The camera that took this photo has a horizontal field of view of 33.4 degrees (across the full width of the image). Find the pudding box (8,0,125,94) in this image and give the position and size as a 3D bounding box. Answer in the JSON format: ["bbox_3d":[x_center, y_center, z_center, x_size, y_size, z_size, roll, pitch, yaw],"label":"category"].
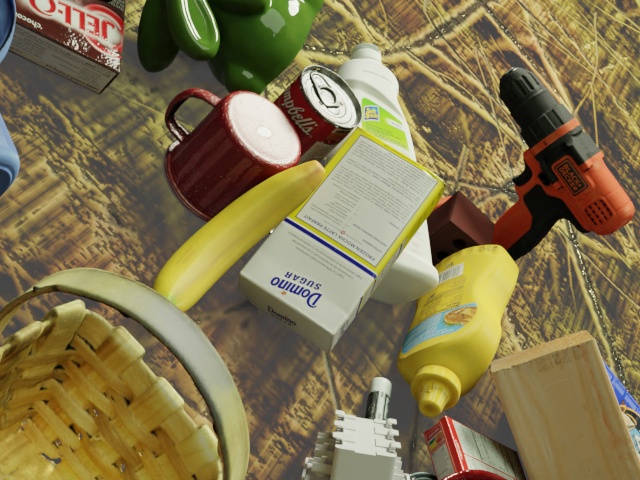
[{"bbox_3d":[-0.217,-0.183,0.877,0.113,0.039,0.090,22,45,-31],"label":"pudding box"}]

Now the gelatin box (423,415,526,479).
[{"bbox_3d":[0.129,0.190,0.857,0.089,0.030,0.073,30,27,-28],"label":"gelatin box"}]

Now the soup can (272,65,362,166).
[{"bbox_3d":[-0.020,-0.098,0.951,0.068,0.102,0.068,27,42,-27],"label":"soup can"}]

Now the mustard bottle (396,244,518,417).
[{"bbox_3d":[0.115,0.083,0.933,0.058,0.096,0.191,51,35,-17],"label":"mustard bottle"}]

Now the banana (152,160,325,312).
[{"bbox_3d":[-0.070,0.004,0.821,0.197,0.070,0.037,-47,120,-35],"label":"banana"}]

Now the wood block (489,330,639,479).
[{"bbox_3d":[0.218,0.188,0.890,0.090,0.090,0.206,0,70,-81],"label":"wood block"}]

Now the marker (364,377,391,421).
[{"bbox_3d":[0.042,0.161,0.855,0.020,0.020,0.121,35,39,-19],"label":"marker"}]

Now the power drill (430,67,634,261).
[{"bbox_3d":[0.189,-0.053,1.056,0.057,0.188,0.184,-26,80,-51],"label":"power drill"}]

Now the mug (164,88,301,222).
[{"bbox_3d":[-0.078,-0.079,0.891,0.117,0.082,0.093,45,36,-5],"label":"mug"}]

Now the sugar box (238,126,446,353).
[{"bbox_3d":[0.019,-0.003,0.879,0.093,0.048,0.176,33,66,12],"label":"sugar box"}]

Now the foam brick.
[{"bbox_3d":[0.122,0.002,1.030,0.053,0.078,0.051,40,36,-13],"label":"foam brick"}]

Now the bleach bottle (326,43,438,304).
[{"bbox_3d":[0.052,-0.073,0.996,0.102,0.068,0.251,21,55,-35],"label":"bleach bottle"}]
